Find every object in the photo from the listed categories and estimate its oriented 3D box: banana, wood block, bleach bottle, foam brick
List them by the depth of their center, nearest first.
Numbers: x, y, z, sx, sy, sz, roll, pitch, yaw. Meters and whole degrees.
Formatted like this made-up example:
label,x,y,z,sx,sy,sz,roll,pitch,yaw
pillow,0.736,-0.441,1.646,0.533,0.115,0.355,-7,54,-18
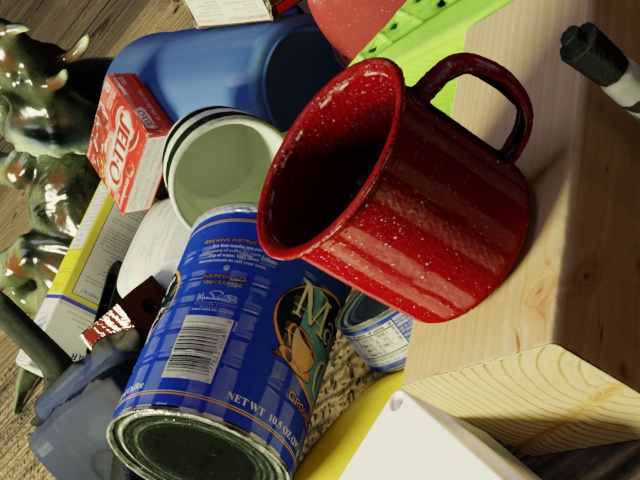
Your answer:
label,x,y,z,sx,sy,sz,roll,pitch,yaw
wood block,0.115,-0.017,0.499,0.091,0.090,0.206,-24,44,47
banana,0.019,0.129,0.575,0.070,0.037,0.198,38,98,44
bleach bottle,-0.055,0.001,0.788,0.251,0.068,0.102,-11,53,52
foam brick,-0.130,0.078,0.801,0.051,0.078,0.053,-37,5,31

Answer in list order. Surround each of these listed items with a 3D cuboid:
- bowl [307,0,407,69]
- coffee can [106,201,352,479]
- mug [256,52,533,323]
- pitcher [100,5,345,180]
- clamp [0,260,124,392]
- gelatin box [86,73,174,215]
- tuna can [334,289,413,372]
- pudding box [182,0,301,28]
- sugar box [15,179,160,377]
label,x,y,z,sx,sy,sz,roll,pitch,yaw
bowl,0.036,-0.193,0.691,0.162,0.055,0.162,-40,38,40
coffee can,-0.046,0.064,0.600,0.103,0.102,0.140,-28,33,44
mug,0.040,-0.025,0.444,0.117,0.081,0.093,-50,29,18
pitcher,-0.066,-0.123,0.864,0.243,0.144,0.149,4,100,55
clamp,-0.197,0.103,0.841,0.039,0.120,0.171,-24,73,59
gelatin box,-0.153,-0.077,0.852,0.073,0.030,0.089,54,138,29
tuna can,0.051,0.032,0.579,0.086,0.033,0.086,-37,10,8
pudding box,-0.041,-0.197,0.800,0.089,0.039,0.114,-38,25,-27
sugar box,-0.179,0.044,0.913,0.048,0.093,0.176,0,63,59
